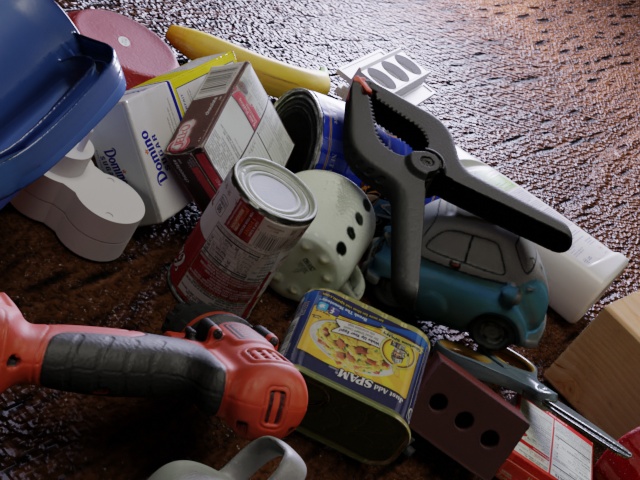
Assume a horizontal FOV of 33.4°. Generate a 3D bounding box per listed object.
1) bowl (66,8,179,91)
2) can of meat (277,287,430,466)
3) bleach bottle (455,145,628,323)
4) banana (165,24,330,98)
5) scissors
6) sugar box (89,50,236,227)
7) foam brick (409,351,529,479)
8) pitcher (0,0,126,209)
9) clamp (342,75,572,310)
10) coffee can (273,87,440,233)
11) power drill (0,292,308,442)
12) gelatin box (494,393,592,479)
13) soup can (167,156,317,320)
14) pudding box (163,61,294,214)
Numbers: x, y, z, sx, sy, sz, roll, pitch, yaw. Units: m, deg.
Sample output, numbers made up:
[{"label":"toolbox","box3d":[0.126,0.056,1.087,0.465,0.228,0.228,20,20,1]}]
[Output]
[{"label":"bowl","box3d":[-0.171,-0.142,0.882,0.162,0.055,0.162,25,31,-16]},{"label":"can of meat","box3d":[0.018,0.088,0.714,0.102,0.058,0.083,26,44,-2]},{"label":"bleach bottle","box3d":[0.181,-0.027,1.067,0.251,0.068,0.102,41,30,15]},{"label":"banana","box3d":[-0.059,-0.168,1.056,0.197,0.037,0.070,11,20,-38]},{"label":"scissors","box3d":[0.148,0.112,0.806,0.096,0.016,0.202,13,11,-13]},{"label":"sugar box","box3d":[-0.110,-0.082,0.825,0.176,0.048,0.093,-41,120,-58]},{"label":"foam brick","box3d":[0.100,0.124,0.759,0.078,0.053,0.051,35,4,1]},{"label":"pitcher","box3d":[-0.223,-0.043,0.572,0.145,0.149,0.242,36,42,-9]},{"label":"clamp","box3d":[0.072,-0.043,0.816,0.164,0.036,0.210,-24,63,-33]},{"label":"coffee can","box3d":[0.027,-0.064,0.921,0.140,0.103,0.103,13,36,-33]},{"label":"power drill","box3d":[-0.117,0.058,0.603,0.187,0.057,0.185,9,4,-23]},{"label":"gelatin box","box3d":[0.168,0.164,0.806,0.073,0.030,0.089,35,26,0]},{"label":"soup can","box3d":[-0.055,0.001,0.745,0.068,0.102,0.068,25,32,-17]},{"label":"pudding box","box3d":[-0.066,-0.069,0.812,0.090,0.039,0.113,61,35,-35]}]
